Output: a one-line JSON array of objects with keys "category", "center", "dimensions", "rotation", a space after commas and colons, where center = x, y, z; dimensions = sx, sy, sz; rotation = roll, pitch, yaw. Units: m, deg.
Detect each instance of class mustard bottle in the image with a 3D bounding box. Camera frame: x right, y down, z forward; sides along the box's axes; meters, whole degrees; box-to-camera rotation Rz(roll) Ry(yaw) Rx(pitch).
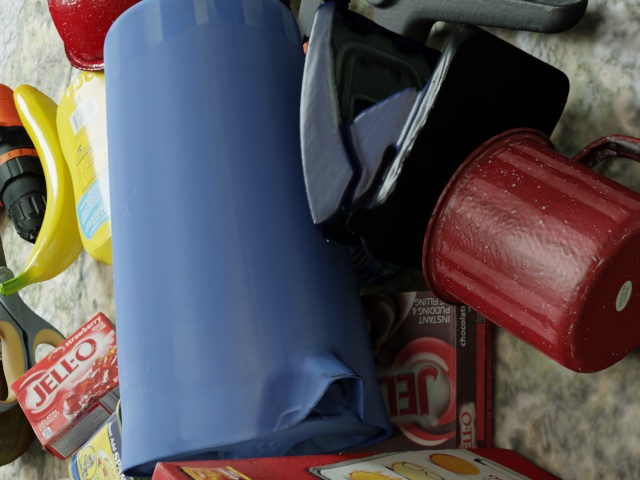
[{"category": "mustard bottle", "center": [-0.143, -0.039, 0.787], "dimensions": [0.096, 0.058, 0.192], "rotation": [-36, 57, 31]}]

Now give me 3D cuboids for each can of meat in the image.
[{"category": "can of meat", "center": [-0.126, 0.168, 0.729], "dimensions": [0.084, 0.057, 0.102], "rotation": [-45, 51, 35]}]

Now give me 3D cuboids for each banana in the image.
[{"category": "banana", "center": [-0.219, -0.046, 0.867], "dimensions": [0.037, 0.069, 0.198], "rotation": [126, 146, -53]}]

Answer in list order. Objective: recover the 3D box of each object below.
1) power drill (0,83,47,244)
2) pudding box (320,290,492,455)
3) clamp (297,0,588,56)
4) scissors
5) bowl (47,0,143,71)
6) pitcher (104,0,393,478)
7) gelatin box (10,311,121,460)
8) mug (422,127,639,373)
[{"category": "power drill", "center": [-0.303, -0.022, 0.964], "dimensions": [0.188, 0.057, 0.184], "rotation": [-50, 50, 27]}, {"category": "pudding box", "center": [0.040, 0.075, 0.577], "dimensions": [0.114, 0.039, 0.090], "rotation": [-8, 78, 47]}, {"category": "clamp", "center": [0.048, -0.142, 0.588], "dimensions": [0.164, 0.036, 0.210], "rotation": [61, 145, 11]}, {"category": "scissors", "center": [-0.239, 0.044, 0.861], "dimensions": [0.016, 0.096, 0.202], "rotation": [-33, 51, 41]}, {"category": "bowl", "center": [-0.153, -0.207, 0.794], "dimensions": [0.162, 0.055, 0.162], "rotation": [-24, 48, 29]}, {"category": "pitcher", "center": [-0.054, 0.001, 0.561], "dimensions": [0.149, 0.145, 0.243], "rotation": [-12, 73, 10]}, {"category": "gelatin box", "center": [-0.176, 0.106, 0.785], "dimensions": [0.089, 0.030, 0.073], "rotation": [-39, 46, -7]}, {"category": "mug", "center": [0.115, -0.001, 0.483], "dimensions": [0.117, 0.093, 0.082], "rotation": [-43, 48, -14]}]
